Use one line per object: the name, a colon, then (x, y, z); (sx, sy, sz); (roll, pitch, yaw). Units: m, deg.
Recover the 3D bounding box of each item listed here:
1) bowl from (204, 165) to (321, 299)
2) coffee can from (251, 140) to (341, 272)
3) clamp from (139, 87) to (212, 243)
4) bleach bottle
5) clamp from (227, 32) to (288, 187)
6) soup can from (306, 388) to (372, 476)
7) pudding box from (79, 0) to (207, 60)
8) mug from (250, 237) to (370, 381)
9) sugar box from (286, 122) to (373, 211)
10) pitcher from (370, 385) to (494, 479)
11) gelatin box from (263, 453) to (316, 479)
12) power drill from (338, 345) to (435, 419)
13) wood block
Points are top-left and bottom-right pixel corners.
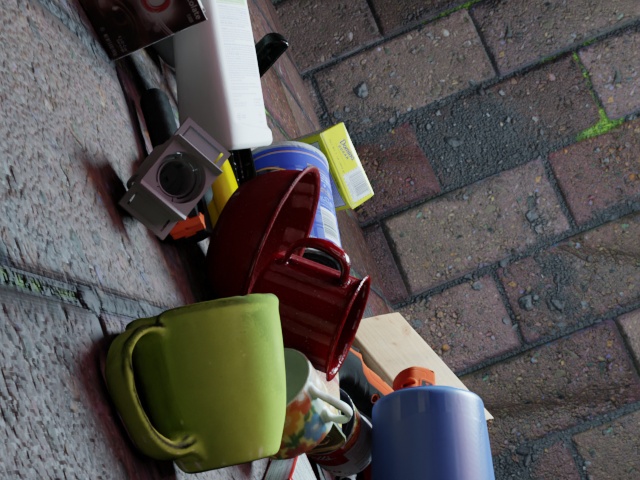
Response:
bowl: (-0.056, 0.001, 0.931); (0.162, 0.055, 0.162); (23, 89, -79)
coffee can: (-0.033, -0.018, 1.120); (0.102, 0.103, 0.140); (59, 18, -54)
clamp: (-0.114, -0.043, 0.898); (0.120, 0.039, 0.171); (59, 10, -39)
bleach bottle: (-0.100, -0.209, 0.989); (0.102, 0.068, 0.251); (-21, 106, -69)
clamp: (-0.097, -0.139, 1.129); (0.210, 0.036, 0.164); (23, -75, 61)
soup can: (0.012, 0.185, 1.031); (0.102, 0.068, 0.068); (57, 12, -61)
pudding box: (-0.158, -0.220, 0.892); (0.039, 0.090, 0.113); (-103, 169, -58)
mug: (-0.011, 0.049, 0.874); (0.093, 0.081, 0.117); (-54, 161, -53)
sugar box: (-0.024, -0.073, 1.248); (0.177, 0.048, 0.093); (-10, -73, 53)
pitcher: (0.102, 0.267, 0.991); (0.144, 0.149, 0.243); (37, 45, -53)
gelatin box: (-0.018, 0.212, 0.851); (0.089, 0.030, 0.073); (-64, 130, -82)
power drill: (0.042, 0.130, 1.160); (0.187, 0.057, 0.184); (36, 35, -20)
wood block: (0.105, 0.190, 1.306); (0.206, 0.090, 0.091); (49, -44, 42)
